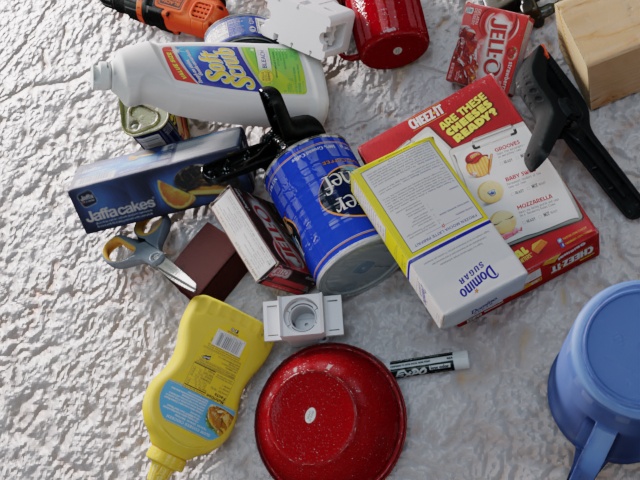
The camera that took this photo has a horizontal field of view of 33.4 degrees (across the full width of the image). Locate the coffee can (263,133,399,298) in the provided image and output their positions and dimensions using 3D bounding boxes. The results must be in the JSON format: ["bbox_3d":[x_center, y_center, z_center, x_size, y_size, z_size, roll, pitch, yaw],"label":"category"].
[{"bbox_3d":[0.015,-0.025,1.111,0.103,0.102,0.140,-29,63,2],"label":"coffee can"}]

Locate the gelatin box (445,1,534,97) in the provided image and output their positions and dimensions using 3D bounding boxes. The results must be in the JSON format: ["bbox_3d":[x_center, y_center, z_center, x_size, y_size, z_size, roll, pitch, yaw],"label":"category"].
[{"bbox_3d":[0.184,-0.208,1.163,0.073,0.030,0.089,18,99,21],"label":"gelatin box"}]

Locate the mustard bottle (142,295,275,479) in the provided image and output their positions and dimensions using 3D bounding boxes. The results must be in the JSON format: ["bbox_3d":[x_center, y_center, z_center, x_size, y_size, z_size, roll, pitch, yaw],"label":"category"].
[{"bbox_3d":[-0.126,0.159,1.088,0.096,0.058,0.191,29,76,-17],"label":"mustard bottle"}]

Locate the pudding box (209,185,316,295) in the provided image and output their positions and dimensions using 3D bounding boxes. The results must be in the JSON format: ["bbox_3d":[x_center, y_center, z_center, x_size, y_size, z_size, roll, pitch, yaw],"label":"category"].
[{"bbox_3d":[-0.057,0.001,1.126,0.039,0.089,0.113,-44,61,14],"label":"pudding box"}]

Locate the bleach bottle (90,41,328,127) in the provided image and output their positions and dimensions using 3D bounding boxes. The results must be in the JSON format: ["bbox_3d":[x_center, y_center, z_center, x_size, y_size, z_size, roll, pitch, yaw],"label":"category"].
[{"bbox_3d":[-0.123,-0.169,1.168,0.250,0.068,0.102,-1,60,-17],"label":"bleach bottle"}]

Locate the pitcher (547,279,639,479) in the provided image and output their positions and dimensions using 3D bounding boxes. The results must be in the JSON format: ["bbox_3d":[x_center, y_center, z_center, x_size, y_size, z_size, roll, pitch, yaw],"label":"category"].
[{"bbox_3d":[0.258,0.122,0.904,0.145,0.242,0.149,-19,71,5],"label":"pitcher"}]

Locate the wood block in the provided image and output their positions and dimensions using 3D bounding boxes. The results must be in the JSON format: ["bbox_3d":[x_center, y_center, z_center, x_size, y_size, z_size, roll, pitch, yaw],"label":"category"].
[{"bbox_3d":[0.359,-0.229,1.107,0.206,0.090,0.090,-21,63,7],"label":"wood block"}]

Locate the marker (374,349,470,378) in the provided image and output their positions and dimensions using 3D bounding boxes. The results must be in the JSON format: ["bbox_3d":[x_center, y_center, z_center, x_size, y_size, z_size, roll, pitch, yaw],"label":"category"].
[{"bbox_3d":[0.090,0.128,1.073,0.121,0.020,0.020,-10,66,12],"label":"marker"}]

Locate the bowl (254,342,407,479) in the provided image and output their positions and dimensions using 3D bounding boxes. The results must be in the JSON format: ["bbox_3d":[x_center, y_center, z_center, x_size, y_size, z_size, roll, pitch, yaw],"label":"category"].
[{"bbox_3d":[0.000,0.176,1.046,0.162,0.055,0.162,-5,74,18],"label":"bowl"}]

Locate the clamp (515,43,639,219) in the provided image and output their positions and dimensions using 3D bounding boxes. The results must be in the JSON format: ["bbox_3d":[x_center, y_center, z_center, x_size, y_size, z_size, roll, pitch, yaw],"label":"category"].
[{"bbox_3d":[0.239,-0.122,1.081,0.036,0.164,0.210,-42,49,34],"label":"clamp"}]

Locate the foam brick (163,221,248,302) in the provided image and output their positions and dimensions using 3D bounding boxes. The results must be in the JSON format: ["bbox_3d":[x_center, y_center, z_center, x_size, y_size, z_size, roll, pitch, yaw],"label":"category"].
[{"bbox_3d":[-0.120,0.030,1.155,0.053,0.051,0.078,35,81,26],"label":"foam brick"}]

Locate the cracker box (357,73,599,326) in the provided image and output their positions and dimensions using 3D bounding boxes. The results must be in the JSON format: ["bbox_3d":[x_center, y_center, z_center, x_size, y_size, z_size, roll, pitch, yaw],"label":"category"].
[{"bbox_3d":[0.160,-0.041,1.095,0.164,0.072,0.214,-29,63,2],"label":"cracker box"}]

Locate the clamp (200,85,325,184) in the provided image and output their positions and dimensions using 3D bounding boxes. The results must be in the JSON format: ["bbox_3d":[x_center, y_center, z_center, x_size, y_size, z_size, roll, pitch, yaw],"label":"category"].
[{"bbox_3d":[-0.040,-0.110,1.125,0.039,0.171,0.120,53,122,19],"label":"clamp"}]

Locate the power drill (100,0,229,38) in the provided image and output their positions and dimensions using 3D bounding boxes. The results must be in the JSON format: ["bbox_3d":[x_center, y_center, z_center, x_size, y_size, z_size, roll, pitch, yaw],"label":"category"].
[{"bbox_3d":[-0.168,-0.346,1.324,0.185,0.057,0.187,21,78,18],"label":"power drill"}]

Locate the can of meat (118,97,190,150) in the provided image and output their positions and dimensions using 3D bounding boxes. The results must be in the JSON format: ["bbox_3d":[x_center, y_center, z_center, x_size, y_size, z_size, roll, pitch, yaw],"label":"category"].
[{"bbox_3d":[-0.190,-0.148,1.231,0.057,0.084,0.102,-15,65,9],"label":"can of meat"}]

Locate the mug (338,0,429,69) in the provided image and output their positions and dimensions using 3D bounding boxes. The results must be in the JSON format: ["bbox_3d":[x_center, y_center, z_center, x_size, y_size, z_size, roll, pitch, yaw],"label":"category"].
[{"bbox_3d":[0.065,-0.242,1.200,0.117,0.093,0.081,-21,68,24],"label":"mug"}]

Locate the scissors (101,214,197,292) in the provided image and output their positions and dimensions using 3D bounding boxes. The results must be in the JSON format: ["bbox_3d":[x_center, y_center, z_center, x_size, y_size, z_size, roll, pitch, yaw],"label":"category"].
[{"bbox_3d":[-0.167,0.007,1.153,0.202,0.016,0.096,8,54,47],"label":"scissors"}]

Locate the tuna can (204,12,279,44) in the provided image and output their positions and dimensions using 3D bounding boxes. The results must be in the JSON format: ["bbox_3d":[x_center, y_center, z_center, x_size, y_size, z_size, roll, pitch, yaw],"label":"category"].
[{"bbox_3d":[-0.090,-0.223,1.233,0.086,0.086,0.034,-15,67,9],"label":"tuna can"}]

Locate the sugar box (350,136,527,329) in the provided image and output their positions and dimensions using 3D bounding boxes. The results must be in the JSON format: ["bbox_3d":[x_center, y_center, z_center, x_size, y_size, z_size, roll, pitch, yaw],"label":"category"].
[{"bbox_3d":[0.110,-0.009,1.020,0.093,0.048,0.176,-26,67,-10],"label":"sugar box"}]
